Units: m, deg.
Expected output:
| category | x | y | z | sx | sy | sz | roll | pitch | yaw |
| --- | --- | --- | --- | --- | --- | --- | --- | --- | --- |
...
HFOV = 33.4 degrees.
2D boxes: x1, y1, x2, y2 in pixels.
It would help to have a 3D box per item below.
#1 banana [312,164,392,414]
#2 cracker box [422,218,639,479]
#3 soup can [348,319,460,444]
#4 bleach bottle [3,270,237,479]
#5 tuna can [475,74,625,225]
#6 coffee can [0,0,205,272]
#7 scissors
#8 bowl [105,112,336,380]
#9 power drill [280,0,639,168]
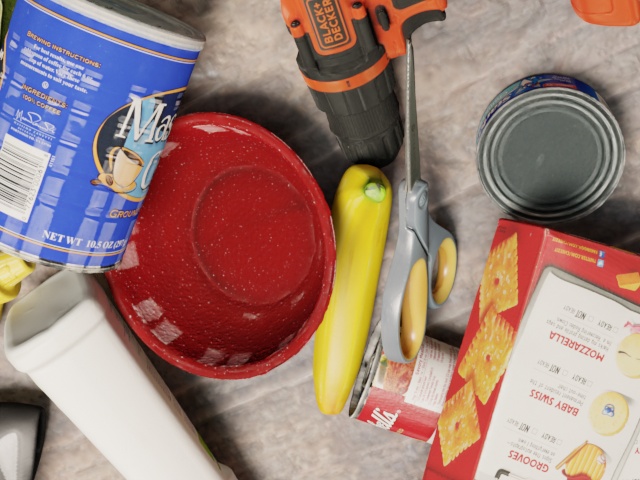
| category | x | y | z | sx | sy | sz | roll | pitch | yaw |
| --- | --- | --- | --- | --- | --- | --- | --- | --- | --- |
| banana | 0.017 | 0.023 | 0.665 | 0.037 | 0.069 | 0.198 | 14 | 131 | 8 |
| cracker box | 0.158 | 0.110 | 0.633 | 0.164 | 0.072 | 0.214 | 15 | 93 | -16 |
| soup can | 0.077 | 0.099 | 0.694 | 0.102 | 0.068 | 0.069 | 19 | 115 | -2 |
| bleach bottle | -0.109 | 0.136 | 0.712 | 0.068 | 0.103 | 0.250 | -35 | 112 | -5 |
| tuna can | 0.135 | -0.054 | 0.635 | 0.086 | 0.033 | 0.086 | 3 | 115 | 6 |
| coffee can | -0.136 | -0.067 | 0.596 | 0.103 | 0.103 | 0.140 | 22 | 103 | -3 |
| scissors | 0.063 | -0.024 | 0.631 | 0.016 | 0.096 | 0.202 | 14 | 113 | 26 |
| bowl | -0.054 | 0.001 | 0.656 | 0.162 | 0.055 | 0.162 | 4 | 101 | 24 |
| power drill | 0.074 | -0.129 | 0.582 | 0.188 | 0.057 | 0.184 | -16 | 133 | 8 |
